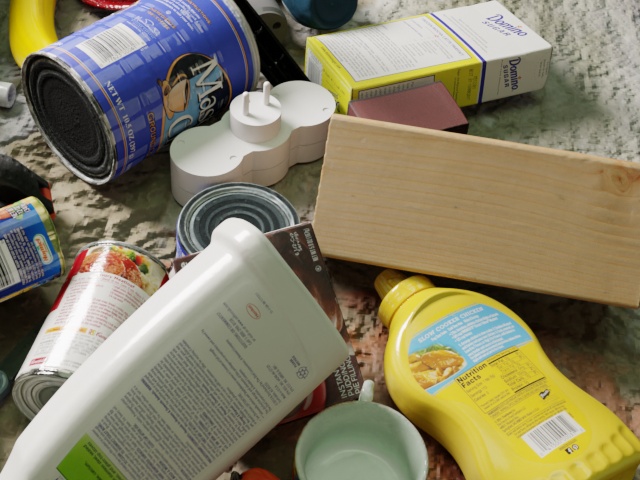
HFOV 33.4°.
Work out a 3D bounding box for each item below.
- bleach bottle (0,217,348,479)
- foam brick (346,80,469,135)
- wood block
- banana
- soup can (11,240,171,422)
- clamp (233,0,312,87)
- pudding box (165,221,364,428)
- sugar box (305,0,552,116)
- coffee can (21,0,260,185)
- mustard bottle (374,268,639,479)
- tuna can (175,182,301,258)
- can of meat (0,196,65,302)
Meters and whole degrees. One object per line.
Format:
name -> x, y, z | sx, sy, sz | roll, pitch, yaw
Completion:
bleach bottle -> -0.108, 0.104, 0.555 | 0.250, 0.068, 0.102 | -40, 105, -12
foam brick -> 0.062, -0.076, 0.789 | 0.078, 0.053, 0.051 | -16, 51, -17
wood block -> 0.103, -0.022, 0.696 | 0.206, 0.091, 0.090 | 9, 6, 3
banana -> -0.225, -0.185, 0.856 | 0.037, 0.070, 0.198 | 21, 45, -32
soup can -> -0.132, 0.060, 0.635 | 0.068, 0.068, 0.102 | 12, 48, 5
clamp -> -0.081, -0.195, 0.815 | 0.210, 0.164, 0.036 | 31, 60, 25
pudding box -> -0.034, 0.055, 0.637 | 0.090, 0.039, 0.113 | -16, 80, -20
sugar box -> 0.085, -0.141, 0.851 | 0.176, 0.048, 0.093 | -12, 40, -19
coffee can -> -0.128, -0.118, 0.775 | 0.103, 0.103, 0.140 | 36, 54, 25
mustard bottle -> 0.094, 0.085, 0.639 | 0.096, 0.058, 0.192 | -25, 55, -23
tuna can -> -0.055, 0.001, 0.719 | 0.086, 0.034, 0.086 | 3, 47, -3
can of meat -> -0.211, 0.015, 0.650 | 0.083, 0.102, 0.057 | -25, 98, -29
